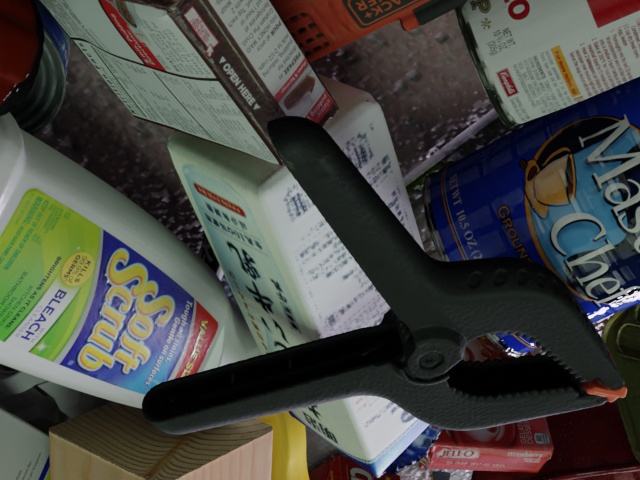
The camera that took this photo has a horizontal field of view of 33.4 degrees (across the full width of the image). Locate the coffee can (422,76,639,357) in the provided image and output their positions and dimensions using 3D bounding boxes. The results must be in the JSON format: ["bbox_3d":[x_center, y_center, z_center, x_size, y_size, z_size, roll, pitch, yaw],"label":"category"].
[{"bbox_3d":[0.135,-0.018,0.506,0.140,0.103,0.102,-28,132,24],"label":"coffee can"}]

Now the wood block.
[{"bbox_3d":[-0.090,0.199,0.606,0.090,0.090,0.206,16,110,35],"label":"wood block"}]

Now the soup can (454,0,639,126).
[{"bbox_3d":[0.114,-0.097,0.447,0.102,0.068,0.068,-21,134,18],"label":"soup can"}]

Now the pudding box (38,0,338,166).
[{"bbox_3d":[-0.059,-0.081,0.428,0.039,0.114,0.090,-52,134,-15],"label":"pudding box"}]

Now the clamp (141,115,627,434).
[{"bbox_3d":[0.042,0.031,0.452,0.209,0.036,0.165,8,128,-16],"label":"clamp"}]

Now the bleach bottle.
[{"bbox_3d":[-0.095,0.027,0.522,0.250,0.068,0.102,32,93,-48],"label":"bleach bottle"}]

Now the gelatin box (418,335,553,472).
[{"bbox_3d":[0.091,0.092,0.631,0.073,0.089,0.030,5,137,-10],"label":"gelatin box"}]
